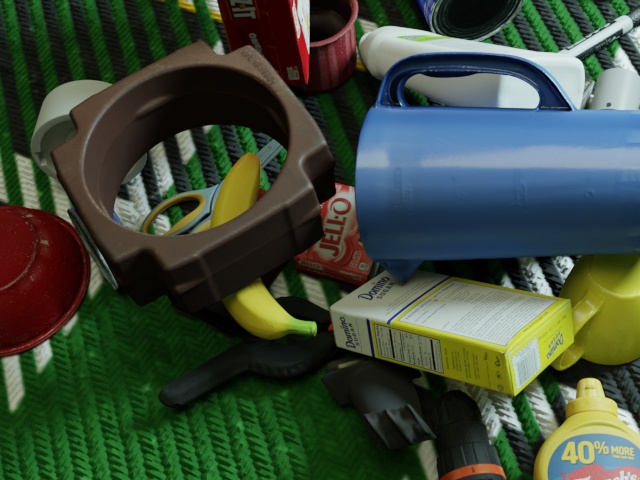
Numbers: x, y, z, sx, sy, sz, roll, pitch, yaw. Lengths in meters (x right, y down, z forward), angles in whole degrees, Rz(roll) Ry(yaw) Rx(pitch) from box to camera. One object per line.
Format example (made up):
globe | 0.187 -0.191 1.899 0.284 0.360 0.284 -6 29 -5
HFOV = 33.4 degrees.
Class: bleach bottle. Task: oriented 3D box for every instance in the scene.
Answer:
bleach bottle | 0.123 -0.162 1.003 0.102 0.068 0.251 -4 21 -31

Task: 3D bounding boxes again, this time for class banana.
banana | -0.061 0.012 0.914 0.069 0.037 0.198 -16 58 -6

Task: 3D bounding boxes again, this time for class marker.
marker | 0.285 -0.206 1.077 0.121 0.020 0.020 -31 60 -12

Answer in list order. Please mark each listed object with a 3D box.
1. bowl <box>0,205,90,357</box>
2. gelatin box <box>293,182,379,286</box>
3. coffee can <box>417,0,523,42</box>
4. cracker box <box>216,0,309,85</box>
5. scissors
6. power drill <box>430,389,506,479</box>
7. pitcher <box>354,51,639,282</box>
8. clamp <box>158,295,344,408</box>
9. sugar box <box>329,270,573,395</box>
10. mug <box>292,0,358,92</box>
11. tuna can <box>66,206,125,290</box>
bowl | -0.298 0.024 0.984 0.162 0.055 0.162 -3 58 4
gelatin box | 0.024 -0.006 0.979 0.073 0.030 0.089 15 61 15
coffee can | 0.136 -0.286 1.095 0.102 0.103 0.140 -17 59 -4
cracker box | -0.053 -0.273 0.975 0.072 0.164 0.213 -3 58 6
scissors | -0.075 -0.041 1.021 0.201 0.016 0.096 -30 62 -12
power drill | 0.055 0.212 0.827 0.187 0.057 0.184 -11 54 1
pitcher | 0.155 -0.056 0.846 0.243 0.149 0.145 0 55 19
clamp | -0.061 0.094 0.923 0.171 0.039 0.120 1 59 11
sugar box | 0.104 0.069 0.864 0.177 0.048 0.093 9 29 43
mug | -0.005 -0.214 1.079 0.093 0.081 0.117 0 59 7
tuna can | -0.193 0.001 0.969 0.033 0.086 0.086 -31 60 -15
